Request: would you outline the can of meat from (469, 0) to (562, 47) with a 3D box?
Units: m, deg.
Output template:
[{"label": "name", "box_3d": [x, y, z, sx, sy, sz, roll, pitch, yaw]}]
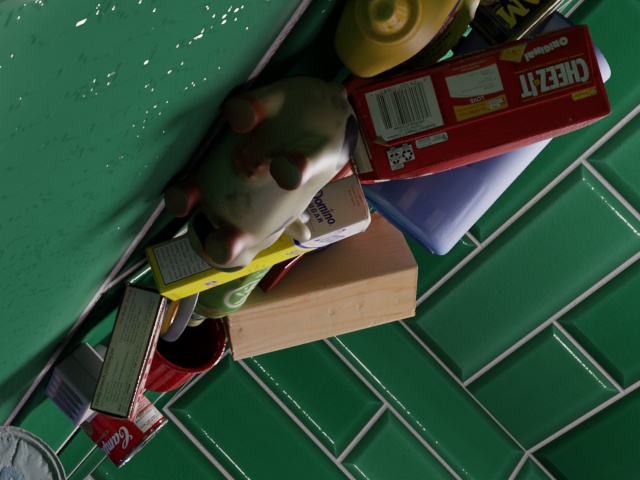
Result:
[{"label": "can of meat", "box_3d": [0.158, -0.216, 0.890, 0.102, 0.084, 0.057, -44, 177, 2]}]

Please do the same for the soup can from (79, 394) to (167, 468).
[{"label": "soup can", "box_3d": [-0.212, 0.168, 1.069, 0.068, 0.102, 0.068, -44, 177, -3]}]

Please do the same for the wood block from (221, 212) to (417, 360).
[{"label": "wood block", "box_3d": [-0.008, 0.048, 1.161, 0.206, 0.091, 0.090, -13, 138, -10]}]

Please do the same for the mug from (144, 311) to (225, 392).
[{"label": "mug", "box_3d": [-0.153, 0.104, 1.135, 0.117, 0.093, 0.082, -46, -176, -42]}]

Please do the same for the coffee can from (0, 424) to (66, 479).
[{"label": "coffee can", "box_3d": [-0.296, 0.239, 0.921, 0.140, 0.103, 0.102, -46, 176, 34]}]

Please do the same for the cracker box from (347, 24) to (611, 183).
[{"label": "cracker box", "box_3d": [0.102, -0.094, 0.801, 0.164, 0.072, 0.214, -17, -177, -1]}]

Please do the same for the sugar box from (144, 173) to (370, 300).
[{"label": "sugar box", "box_3d": [-0.048, -0.001, 0.869, 0.176, 0.048, 0.093, -18, 175, -2]}]

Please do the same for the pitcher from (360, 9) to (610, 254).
[{"label": "pitcher", "box_3d": [0.149, -0.109, 1.004, 0.243, 0.145, 0.149, -51, 134, 0]}]

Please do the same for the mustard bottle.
[{"label": "mustard bottle", "box_3d": [0.056, -0.148, 0.713, 0.096, 0.058, 0.191, -39, 178, 15]}]

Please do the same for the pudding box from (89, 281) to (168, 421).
[{"label": "pudding box", "box_3d": [-0.163, 0.098, 0.919, 0.090, 0.039, 0.113, 126, -23, -77]}]

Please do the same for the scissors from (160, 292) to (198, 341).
[{"label": "scissors", "box_3d": [-0.102, 0.019, 0.949, 0.202, 0.016, 0.096, -46, -149, 45]}]
